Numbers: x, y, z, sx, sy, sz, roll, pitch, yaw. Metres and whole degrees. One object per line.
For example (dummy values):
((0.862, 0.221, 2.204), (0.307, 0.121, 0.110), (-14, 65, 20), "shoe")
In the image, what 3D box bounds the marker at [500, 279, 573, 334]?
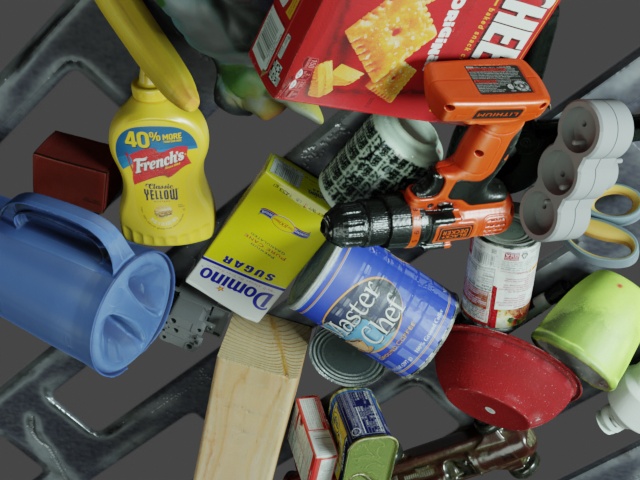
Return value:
((0.208, 0.076, 1.092), (0.020, 0.020, 0.121), (43, 123, -16), "marker")

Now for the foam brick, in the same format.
((-0.246, -0.069, 1.084), (0.078, 0.051, 0.053), (16, 127, 3), "foam brick")

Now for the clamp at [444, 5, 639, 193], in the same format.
((0.182, -0.107, 0.961), (0.210, 0.036, 0.164), (-30, 118, 29), "clamp")

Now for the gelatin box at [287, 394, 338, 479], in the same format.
((-0.009, 0.231, 1.205), (0.030, 0.089, 0.073), (-4, 133, -17), "gelatin box")

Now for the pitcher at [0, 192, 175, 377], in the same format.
((-0.280, 0.025, 1.080), (0.243, 0.144, 0.149), (22, 92, 21), "pitcher")

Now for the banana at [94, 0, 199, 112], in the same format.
((-0.169, -0.194, 0.959), (0.037, 0.069, 0.198), (-34, 92, 3), "banana")

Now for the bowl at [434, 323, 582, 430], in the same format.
((0.178, 0.148, 1.080), (0.162, 0.055, 0.162), (22, 158, 9), "bowl")

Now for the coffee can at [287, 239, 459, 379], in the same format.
((0.052, 0.059, 1.068), (0.140, 0.102, 0.103), (33, 125, -10), "coffee can")

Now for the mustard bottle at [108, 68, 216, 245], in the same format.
((-0.156, -0.087, 1.045), (0.096, 0.058, 0.192), (0, 123, 2), "mustard bottle")

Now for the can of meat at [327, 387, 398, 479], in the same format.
((0.042, 0.226, 1.187), (0.057, 0.084, 0.102), (-3, 126, -16), "can of meat")

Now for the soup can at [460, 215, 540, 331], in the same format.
((0.175, 0.028, 1.038), (0.068, 0.068, 0.102), (8, 125, 8), "soup can")

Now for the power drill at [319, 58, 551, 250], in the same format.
((0.101, -0.066, 0.906), (0.184, 0.057, 0.188), (-8, 142, -22), "power drill")

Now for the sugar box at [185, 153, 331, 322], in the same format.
((-0.057, 0.002, 1.090), (0.093, 0.048, 0.176), (32, 124, -9), "sugar box")

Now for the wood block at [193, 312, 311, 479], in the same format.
((-0.078, 0.188, 1.195), (0.090, 0.090, 0.206), (16, 125, 2), "wood block")

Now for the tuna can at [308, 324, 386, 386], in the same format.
((0.033, 0.115, 1.153), (0.086, 0.033, 0.086), (6, 125, 9), "tuna can")

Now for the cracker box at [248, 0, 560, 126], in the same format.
((0.073, -0.180, 0.857), (0.213, 0.072, 0.164), (4, 133, -32), "cracker box")
